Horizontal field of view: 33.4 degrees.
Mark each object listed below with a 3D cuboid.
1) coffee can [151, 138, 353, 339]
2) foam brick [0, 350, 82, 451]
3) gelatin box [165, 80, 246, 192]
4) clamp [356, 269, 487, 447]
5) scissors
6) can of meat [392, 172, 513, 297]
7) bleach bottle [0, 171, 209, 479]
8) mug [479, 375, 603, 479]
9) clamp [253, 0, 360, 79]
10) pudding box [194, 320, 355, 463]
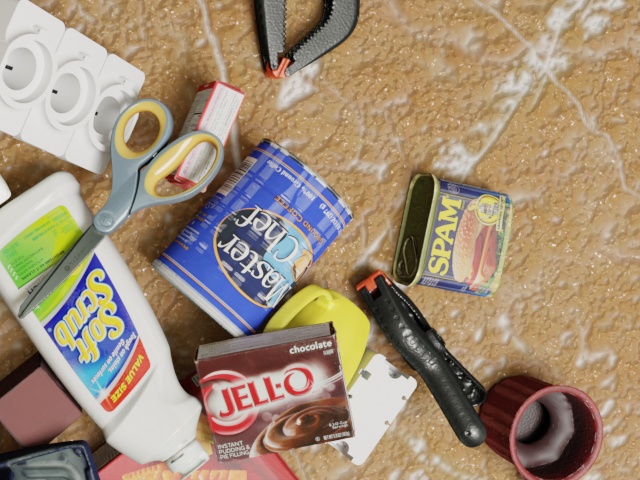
[{"bbox_3d":[-0.056,0.001,0.884,0.102,0.103,0.140,43,82,-15],"label":"coffee can"},{"bbox_3d":[-0.228,0.128,0.857,0.051,0.078,0.053,-38,104,-9],"label":"foam brick"},{"bbox_3d":[-0.096,-0.085,0.880,0.030,0.073,0.089,23,88,-17],"label":"gelatin box"},{"bbox_3d":[0.097,0.100,0.953,0.039,0.120,0.171,-34,84,8],"label":"clamp"},{"bbox_3d":[-0.168,-0.034,0.818,0.201,0.016,0.096,-33,82,-9],"label":"scissors"},{"bbox_3d":[0.120,-0.003,0.959,0.083,0.057,0.102,11,91,-19],"label":"can of meat"},{"bbox_3d":[-0.166,0.074,0.841,0.102,0.068,0.251,-37,86,-9],"label":"bleach bottle"},{"bbox_3d":[0.200,0.183,0.984,0.093,0.082,0.117,-10,97,-15],"label":"mug"},{"bbox_3d":[-0.006,-0.240,0.912,0.164,0.036,0.210,31,86,-17],"label":"clamp"},{"bbox_3d":[-0.036,0.118,0.837,0.113,0.039,0.090,-12,108,-1],"label":"pudding box"}]
